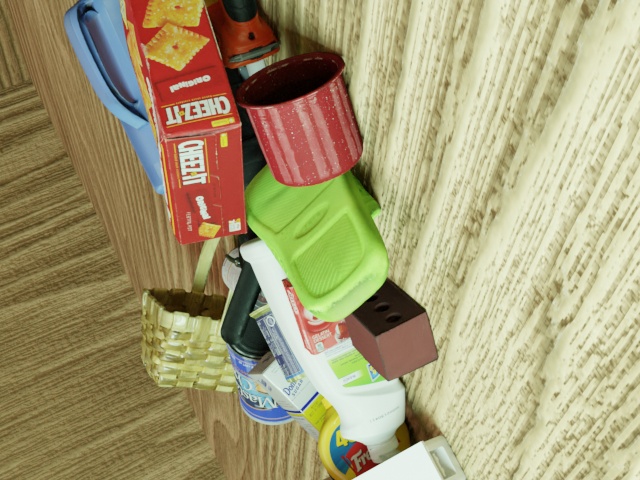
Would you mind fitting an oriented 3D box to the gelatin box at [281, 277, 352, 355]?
[{"bbox_3d":[0.017,0.055,0.994,0.030,0.089,0.073,30,141,66],"label":"gelatin box"}]

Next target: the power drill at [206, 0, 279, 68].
[{"bbox_3d":[-0.099,-0.265,0.975,0.185,0.057,0.187,-127,19,-50],"label":"power drill"}]

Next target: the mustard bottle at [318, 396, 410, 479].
[{"bbox_3d":[0.052,0.224,1.111,0.192,0.096,0.058,62,170,16],"label":"mustard bottle"}]

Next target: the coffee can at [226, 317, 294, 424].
[{"bbox_3d":[-0.065,0.160,1.403,0.103,0.102,0.140,53,160,41],"label":"coffee can"}]

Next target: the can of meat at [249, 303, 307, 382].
[{"bbox_3d":[-0.009,0.090,1.110,0.084,0.102,0.058,63,153,4],"label":"can of meat"}]

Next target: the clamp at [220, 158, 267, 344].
[{"bbox_3d":[-0.057,0.001,1.118,0.036,0.164,0.210,21,139,14],"label":"clamp"}]

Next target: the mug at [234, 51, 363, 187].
[{"bbox_3d":[-0.012,-0.104,0.886,0.117,0.093,0.081,-80,-26,-56],"label":"mug"}]

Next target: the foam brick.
[{"bbox_3d":[0.060,0.080,0.954,0.078,0.053,0.051,41,150,57],"label":"foam brick"}]

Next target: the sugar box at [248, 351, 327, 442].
[{"bbox_3d":[-0.003,0.203,1.258,0.176,0.048,0.093,47,165,-5],"label":"sugar box"}]

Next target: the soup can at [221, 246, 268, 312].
[{"bbox_3d":[-0.081,0.049,1.357,0.102,0.068,0.068,33,144,65],"label":"soup can"}]

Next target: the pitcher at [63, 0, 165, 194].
[{"bbox_3d":[-0.193,-0.179,1.237,0.243,0.149,0.145,67,167,2],"label":"pitcher"}]

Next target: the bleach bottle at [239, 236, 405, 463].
[{"bbox_3d":[0.013,0.102,1.049,0.251,0.102,0.068,69,165,-5],"label":"bleach bottle"}]

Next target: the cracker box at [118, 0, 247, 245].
[{"bbox_3d":[-0.123,-0.129,0.940,0.164,0.072,0.214,92,163,-59],"label":"cracker box"}]
